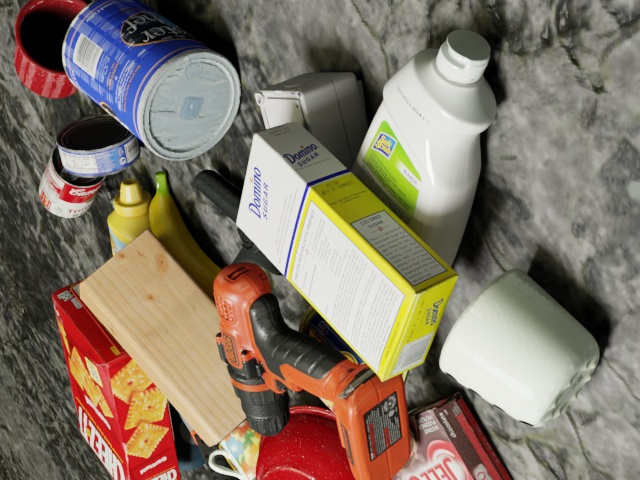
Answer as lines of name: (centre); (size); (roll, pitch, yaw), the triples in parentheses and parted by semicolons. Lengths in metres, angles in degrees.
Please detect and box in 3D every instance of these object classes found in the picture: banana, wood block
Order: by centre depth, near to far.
wood block: (-0.144, 0.101, 1.083); (0.206, 0.090, 0.091); (49, 163, 2)
banana: (-0.129, 0.019, 1.108); (0.198, 0.037, 0.070); (50, 149, 23)

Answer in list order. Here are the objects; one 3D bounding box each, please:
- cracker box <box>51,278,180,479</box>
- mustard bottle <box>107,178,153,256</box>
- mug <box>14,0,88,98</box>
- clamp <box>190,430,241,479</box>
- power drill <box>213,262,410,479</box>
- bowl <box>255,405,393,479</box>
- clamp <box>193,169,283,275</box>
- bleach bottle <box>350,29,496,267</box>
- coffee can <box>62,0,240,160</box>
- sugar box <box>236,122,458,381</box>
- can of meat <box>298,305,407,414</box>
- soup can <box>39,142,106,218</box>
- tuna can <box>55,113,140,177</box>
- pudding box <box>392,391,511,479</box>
cracker box: (-0.237, 0.172, 1.230); (0.164, 0.072, 0.214); (39, 141, 46)
mustard bottle: (-0.201, 0.017, 1.198); (0.096, 0.058, 0.192); (39, 142, 46)
mug: (-0.269, -0.196, 1.133); (0.117, 0.093, 0.082); (29, 157, -11)
clamp: (-0.080, 0.295, 1.158); (0.210, 0.036, 0.164); (63, 177, -15)
power drill: (-0.012, 0.124, 0.871); (0.188, 0.057, 0.184); (28, 141, 40)
bowl: (-0.006, 0.239, 1.008); (0.162, 0.055, 0.162); (15, 120, 28)
clamp: (-0.056, 0.001, 0.980); (0.172, 0.039, 0.120); (17, 127, 52)
bleach bottle: (0.068, -0.034, 0.739); (0.103, 0.068, 0.251); (48, 144, 23)
coffee can: (-0.153, -0.148, 0.956); (0.140, 0.102, 0.103); (38, 141, 38)
sugar box: (0.013, 0.004, 0.742); (0.176, 0.048, 0.093); (49, 142, 30)
can of meat: (0.026, 0.106, 0.912); (0.084, 0.057, 0.102); (43, 144, 29)
soup can: (-0.293, -0.075, 1.264); (0.068, 0.068, 0.102); (60, 150, 8)
tuna can: (-0.236, -0.101, 1.138); (0.086, 0.086, 0.034); (31, 138, 44)
pudding box: (0.097, 0.180, 0.873); (0.090, 0.039, 0.114); (60, 150, 5)
